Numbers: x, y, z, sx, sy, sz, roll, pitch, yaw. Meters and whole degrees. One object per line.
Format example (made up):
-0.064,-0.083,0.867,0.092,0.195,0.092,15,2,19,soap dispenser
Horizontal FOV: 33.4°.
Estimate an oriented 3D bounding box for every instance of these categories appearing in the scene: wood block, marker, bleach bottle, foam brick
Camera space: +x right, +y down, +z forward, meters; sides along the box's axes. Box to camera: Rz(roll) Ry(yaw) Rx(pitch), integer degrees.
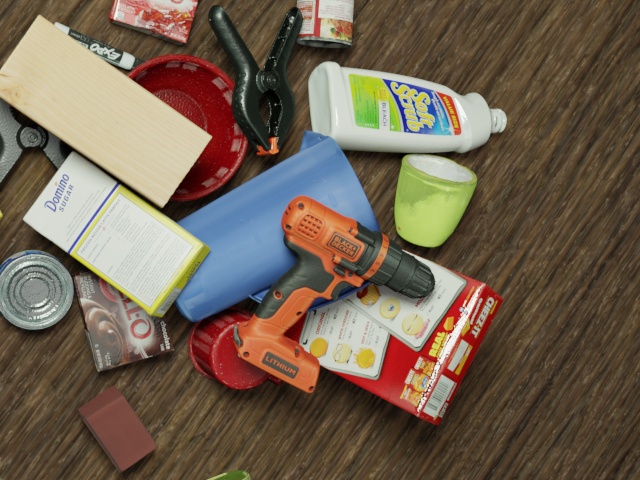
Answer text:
-0.224,-0.129,1.098,0.206,0.090,0.091,35,87,-11,wood block
-0.238,-0.209,1.181,0.121,0.020,0.020,21,87,-21,marker
0.113,-0.157,1.295,0.250,0.068,0.102,-1,79,-25,bleach bottle
-0.230,0.212,1.206,0.051,0.053,0.078,-35,107,-14,foam brick

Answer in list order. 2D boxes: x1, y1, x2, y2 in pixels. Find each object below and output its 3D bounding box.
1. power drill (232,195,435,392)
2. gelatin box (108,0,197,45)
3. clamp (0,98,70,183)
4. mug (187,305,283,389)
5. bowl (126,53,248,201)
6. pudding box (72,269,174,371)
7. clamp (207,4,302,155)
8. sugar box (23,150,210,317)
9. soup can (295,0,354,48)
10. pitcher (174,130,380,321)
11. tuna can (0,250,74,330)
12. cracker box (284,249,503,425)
0.008,0.066,1.137,0.184,0.057,0.188,29,100,-15,power drill
-0.184,-0.267,1.190,0.089,0.030,0.073,16,89,-21,gelatin box
-0.303,-0.107,1.157,0.164,0.036,0.210,4,97,-21,clamp
-0.090,0.133,1.235,0.117,0.082,0.093,41,80,-19,mug
-0.164,-0.126,1.197,0.161,0.055,0.162,-2,96,-20,bowl
-0.223,0.081,1.203,0.090,0.039,0.113,-14,100,-19,pudding box
-0.058,-0.184,1.193,0.120,0.039,0.171,-17,103,-29,clamp
-0.214,-0.007,1.122,0.176,0.048,0.093,36,88,12,sugar box
0.006,-0.279,1.241,0.068,0.069,0.102,3,94,-21,soup can
-0.058,0.001,1.191,0.243,0.149,0.145,-28,127,-3,pitcher
-0.314,0.054,1.169,0.086,0.034,0.086,-2,96,-20,tuna can
0.077,0.093,1.228,0.072,0.214,0.164,35,81,-54,cracker box
